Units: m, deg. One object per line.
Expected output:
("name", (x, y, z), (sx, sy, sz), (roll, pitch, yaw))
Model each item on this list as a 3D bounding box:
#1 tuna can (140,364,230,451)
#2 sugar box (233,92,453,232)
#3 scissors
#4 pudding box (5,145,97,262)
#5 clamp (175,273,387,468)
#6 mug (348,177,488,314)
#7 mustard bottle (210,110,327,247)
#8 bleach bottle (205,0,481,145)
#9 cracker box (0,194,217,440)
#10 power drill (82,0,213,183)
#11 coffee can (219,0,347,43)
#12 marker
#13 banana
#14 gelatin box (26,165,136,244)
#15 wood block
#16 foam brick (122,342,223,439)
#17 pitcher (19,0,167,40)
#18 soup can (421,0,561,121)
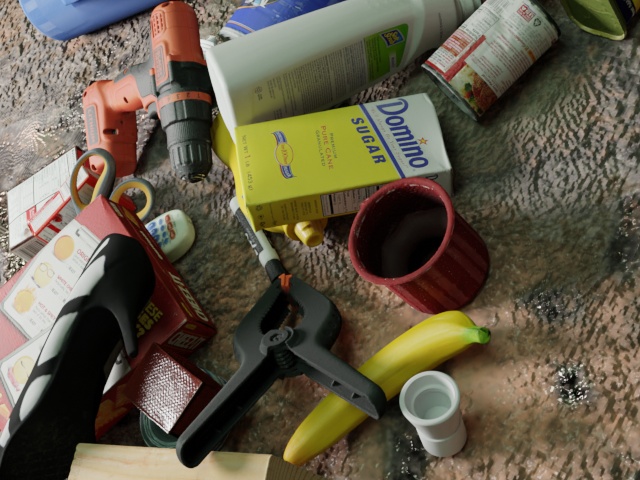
("tuna can", (-0.118, 0.154, 0.948), (0.086, 0.033, 0.086), (-18, 55, 28))
("sugar box", (0.019, -0.069, 0.919), (0.176, 0.048, 0.093), (-12, 54, 1))
("scissors", (-0.226, 0.000, 1.097), (0.016, 0.096, 0.202), (-75, 0, -62))
("pudding box", (-0.298, -0.040, 1.190), (0.114, 0.039, 0.090), (-29, 50, 18))
("clamp", (-0.038, 0.097, 0.861), (0.164, 0.036, 0.210), (-19, 29, 5))
("mug", (0.075, 0.003, 0.859), (0.093, 0.081, 0.117), (-52, 47, 0))
("mustard bottle", (-0.038, -0.064, 0.998), (0.096, 0.058, 0.192), (-36, 49, 10))
("bleach bottle", (0.027, -0.170, 0.966), (0.250, 0.102, 0.068), (-22, 59, -8))
("cracker box", (-0.228, 0.090, 1.017), (0.214, 0.072, 0.164), (-42, 65, 8))
("power drill", (-0.173, -0.127, 1.091), (0.188, 0.057, 0.184), (-23, 69, 48))
("coffee can", (-0.018, -0.229, 1.049), (0.103, 0.102, 0.140), (31, 85, 43))
("marker", (-0.057, 0.001, 1.000), (0.020, 0.020, 0.121), (-40, 48, 11))
("banana", (0.050, 0.108, 0.833), (0.198, 0.069, 0.037), (-39, 89, 20))
("gelatin box", (-0.251, -0.026, 1.123), (0.089, 0.073, 0.030), (-46, 45, 6))
("wood block", (-0.105, 0.221, 0.860), (0.206, 0.090, 0.090), (-4, 63, 34))
("foam brick", (-0.118, 0.132, 0.900), (0.078, 0.051, 0.053), (31, 86, 43))
("pitcher", (-0.245, -0.318, 1.247), (0.243, 0.149, 0.145), (-17, 70, 32))
("soup can", (0.146, -0.162, 0.912), (0.102, 0.068, 0.069), (-45, 47, 6))
